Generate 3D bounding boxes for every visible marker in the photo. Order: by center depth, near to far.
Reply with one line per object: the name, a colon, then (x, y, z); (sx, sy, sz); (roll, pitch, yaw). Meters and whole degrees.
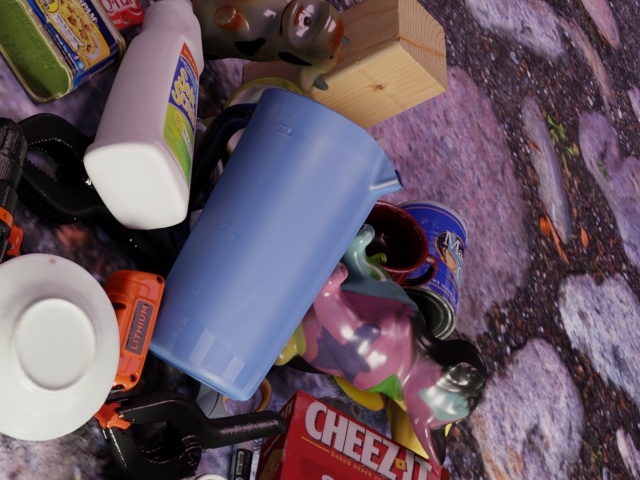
marker: (-0.072, 0.225, 0.924); (0.020, 0.020, 0.121); (40, 41, -37)

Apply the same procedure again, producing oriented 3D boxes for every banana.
banana: (0.031, 0.098, 1.087); (0.037, 0.070, 0.198); (-67, 159, -53)

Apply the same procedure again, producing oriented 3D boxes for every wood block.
wood block: (0.023, -0.173, 1.132); (0.090, 0.206, 0.090); (34, 45, -42)

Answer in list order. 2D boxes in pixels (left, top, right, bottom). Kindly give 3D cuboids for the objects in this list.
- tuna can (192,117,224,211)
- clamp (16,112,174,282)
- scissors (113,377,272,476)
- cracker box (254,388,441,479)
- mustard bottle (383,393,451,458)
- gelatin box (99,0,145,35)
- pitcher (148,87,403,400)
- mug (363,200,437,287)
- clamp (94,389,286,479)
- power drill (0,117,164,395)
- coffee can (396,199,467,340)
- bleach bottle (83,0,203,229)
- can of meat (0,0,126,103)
tuna can: (-0.119, -0.071, 0.996); (0.086, 0.034, 0.086); (-15, 90, -78)
clamp: (-0.194, -0.044, 0.891); (0.209, 0.036, 0.164); (4, 67, -59)
scissors: (-0.115, 0.133, 0.920); (0.201, 0.016, 0.096); (-7, 75, -53)
cracker box: (0.022, 0.246, 0.912); (0.164, 0.072, 0.213); (31, 30, -11)
mustard bottle: (0.100, 0.155, 1.143); (0.191, 0.058, 0.096); (-98, -157, -77)
gelatin box: (-0.204, -0.224, 0.984); (0.073, 0.030, 0.089); (63, 25, -7)
pitcher: (-0.056, 0.001, 0.894); (0.145, 0.149, 0.243); (33, 81, -19)
mug: (0.065, 0.021, 1.120); (0.117, 0.082, 0.093); (14, 49, -16)
clamp: (-0.102, 0.161, 0.854); (0.171, 0.039, 0.120); (46, 67, -38)
power drill: (-0.205, 0.024, 0.793); (0.187, 0.057, 0.184); (33, 60, -40)
coffee can: (0.112, 0.036, 1.236); (0.102, 0.103, 0.140); (48, 37, -29)
bleach bottle: (-0.142, -0.133, 0.927); (0.102, 0.068, 0.251); (71, 16, -48)
can of meat: (-0.226, -0.176, 0.906); (0.102, 0.058, 0.083); (58, 35, -15)
